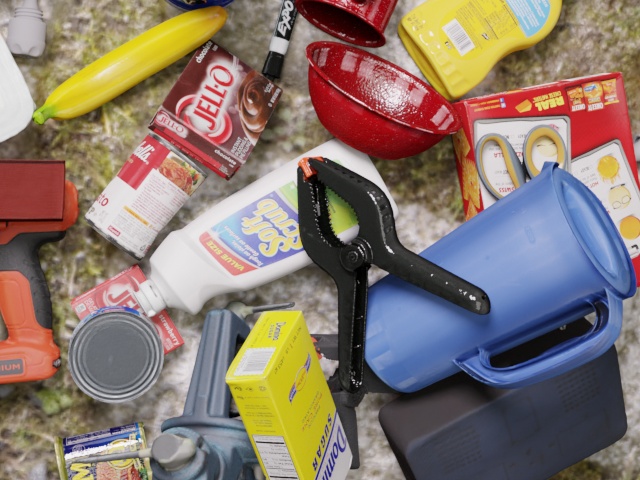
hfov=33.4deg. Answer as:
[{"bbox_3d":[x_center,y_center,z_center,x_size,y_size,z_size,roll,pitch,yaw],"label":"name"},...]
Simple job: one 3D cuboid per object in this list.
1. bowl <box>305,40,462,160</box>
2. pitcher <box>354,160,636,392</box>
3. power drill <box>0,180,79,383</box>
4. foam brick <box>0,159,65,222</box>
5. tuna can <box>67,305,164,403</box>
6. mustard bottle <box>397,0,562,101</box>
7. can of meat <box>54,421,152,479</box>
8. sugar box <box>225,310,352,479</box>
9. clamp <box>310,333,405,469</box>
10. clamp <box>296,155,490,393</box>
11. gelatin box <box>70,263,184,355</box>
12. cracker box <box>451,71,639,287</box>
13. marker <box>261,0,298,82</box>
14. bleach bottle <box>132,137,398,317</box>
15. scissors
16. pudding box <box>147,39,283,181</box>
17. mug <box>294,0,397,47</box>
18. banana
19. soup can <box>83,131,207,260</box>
[{"bbox_3d":[0.049,-0.122,0.994,0.162,0.162,0.055,22,116,-11],"label":"bowl"},{"bbox_3d":[0.151,0.051,0.959,0.243,0.149,0.145,-33,97,28],"label":"pitcher"},{"bbox_3d":[-0.310,0.036,0.969,0.184,0.057,0.188,-3,94,-11],"label":"power drill"},{"bbox_3d":[-0.261,-0.042,0.925,0.078,0.053,0.051,-1,87,-15],"label":"foam brick"},{"bbox_3d":[-0.188,0.103,0.977,0.086,0.034,0.086,-2,97,-12],"label":"tuna can"},{"bbox_3d":[0.176,-0.227,1.044,0.191,0.058,0.096,-36,91,-7],"label":"mustard bottle"},{"bbox_3d":[-0.199,0.227,1.004,0.083,0.057,0.102,-11,96,-13],"label":"can of meat"},{"bbox_3d":[-0.023,0.159,0.937,0.048,0.093,0.176,-5,122,27],"label":"sugar box"},{"bbox_3d":[0.036,0.136,1.025,0.120,0.039,0.171,-44,132,-15],"label":"clamp"},{"bbox_3d":[0.047,0.012,0.936,0.165,0.036,0.210,-28,81,30],"label":"clamp"},{"bbox_3d":[-0.182,0.077,1.010,0.073,0.030,0.089,-30,99,-8],"label":"gelatin box"},{"bbox_3d":[0.227,-0.047,1.059,0.164,0.072,0.214,-12,97,-8],"label":"cracker box"},{"bbox_3d":[-0.033,-0.211,1.026,0.020,0.020,0.121,16,90,-11],"label":"marker"},{"bbox_3d":[-0.057,0.001,1.002,0.250,0.068,0.102,-32,96,-11],"label":"bleach bottle"},{"bbox_3d":[0.218,-0.022,1.014,0.096,0.016,0.201,-33,99,-4],"label":"scissors"},{"bbox_3d":[-0.095,-0.121,0.981,0.090,0.039,0.113,34,46,-12],"label":"pudding box"},{"bbox_3d":[0.036,-0.239,0.990,0.093,0.117,0.081,25,84,-7],"label":"mug"},{"bbox_3d":[-0.174,-0.158,0.977,0.197,0.070,0.037,-33,117,-6],"label":"banana"},{"bbox_3d":[-0.162,-0.040,0.988,0.068,0.068,0.102,38,87,-11],"label":"soup can"}]
